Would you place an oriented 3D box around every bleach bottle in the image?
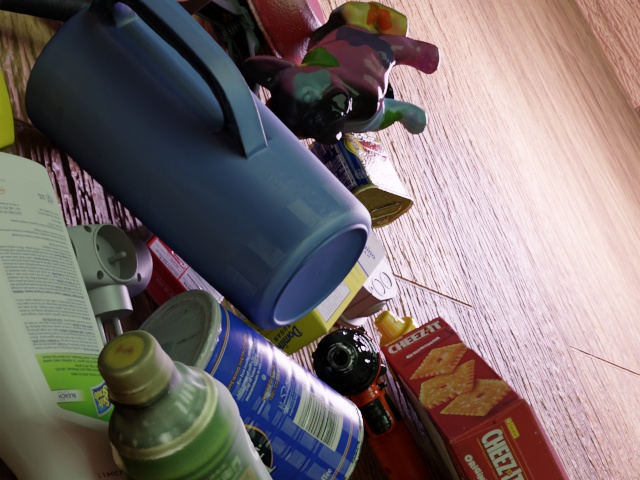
[{"bbox_3d":[-0.168,0.070,0.611,0.102,0.068,0.251,8,54,-58],"label":"bleach bottle"}]

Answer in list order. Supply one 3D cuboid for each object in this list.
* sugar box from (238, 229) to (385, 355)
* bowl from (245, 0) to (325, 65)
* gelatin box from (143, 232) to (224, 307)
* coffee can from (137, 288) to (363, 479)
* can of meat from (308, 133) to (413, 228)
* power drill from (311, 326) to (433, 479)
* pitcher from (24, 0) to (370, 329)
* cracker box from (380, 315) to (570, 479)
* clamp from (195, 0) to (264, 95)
[{"bbox_3d":[-0.012,0.046,0.862,0.048,0.093,0.176,55,27,-3],"label":"sugar box"},{"bbox_3d":[-0.038,-0.264,1.174,0.162,0.055,0.162,60,14,-26],"label":"bowl"},{"bbox_3d":[-0.103,0.020,0.812,0.073,0.030,0.089,51,27,-11],"label":"gelatin box"},{"bbox_3d":[-0.055,0.112,0.701,0.140,0.103,0.103,40,30,-28],"label":"coffee can"},{"bbox_3d":[0.041,-0.066,1.126,0.101,0.058,0.084,14,45,-53],"label":"can of meat"},{"bbox_3d":[0.054,0.154,0.827,0.188,0.057,0.184,64,3,9],"label":"power drill"},{"bbox_3d":[-0.081,-0.061,0.735,0.243,0.145,0.149,43,10,19],"label":"pitcher"},{"bbox_3d":[0.134,0.169,0.860,0.164,0.072,0.214,62,-2,-16],"label":"cracker box"},{"bbox_3d":[-0.085,-0.211,1.099,0.171,0.039,0.120,-59,129,-67],"label":"clamp"}]
